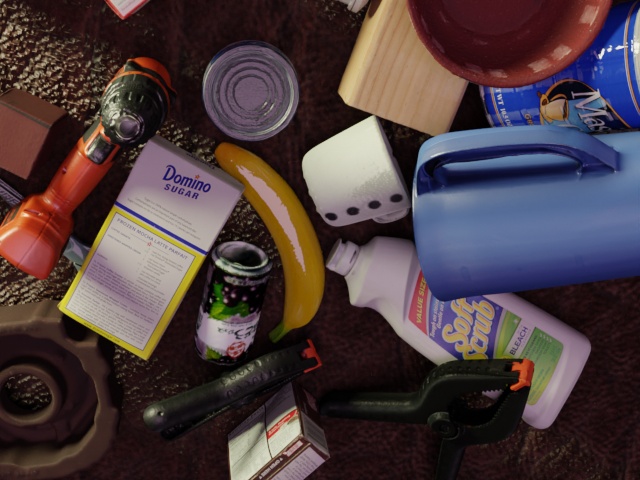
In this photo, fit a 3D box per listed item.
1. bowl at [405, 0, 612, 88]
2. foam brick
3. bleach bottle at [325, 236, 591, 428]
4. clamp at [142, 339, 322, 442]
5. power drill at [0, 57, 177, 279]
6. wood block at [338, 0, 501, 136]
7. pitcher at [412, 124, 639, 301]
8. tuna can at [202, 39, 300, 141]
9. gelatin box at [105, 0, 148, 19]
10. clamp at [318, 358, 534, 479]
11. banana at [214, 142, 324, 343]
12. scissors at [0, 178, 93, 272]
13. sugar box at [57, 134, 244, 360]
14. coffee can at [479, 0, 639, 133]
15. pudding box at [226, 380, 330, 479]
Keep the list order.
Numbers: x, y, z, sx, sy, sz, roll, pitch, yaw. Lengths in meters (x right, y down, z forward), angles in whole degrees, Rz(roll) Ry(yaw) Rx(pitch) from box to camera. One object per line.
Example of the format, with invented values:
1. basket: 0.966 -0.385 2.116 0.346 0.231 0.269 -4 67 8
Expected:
1. bowl: 0.139 -0.200 0.816 0.162 0.055 0.162 -1 106 -5
2. foam brick: -0.253 -0.092 0.903 0.053 0.078 0.051 26 103 -8
3. bleach bottle: 0.117 0.074 0.982 0.250 0.068 0.102 27 94 -9
4. clamp: -0.083 0.136 0.965 0.171 0.120 0.039 -29 83 0
5. power drill: -0.187 -0.059 0.864 0.057 0.184 0.188 38 103 -14
6. wood block: 0.094 -0.201 0.890 0.090 0.091 0.206 19 104 -9
7. pitcher: 0.199 -0.030 0.857 0.243 0.149 0.145 -6 97 24
8. tuna can: -0.060 -0.130 0.928 0.086 0.034 0.086 -1 106 -4
9. gelatin box: -0.135 -0.222 0.877 0.089 0.073 0.030 -39 105 7
10. clamp: 0.106 0.157 0.978 0.164 0.036 0.210 35 132 -10
11. banana: -0.038 0.000 0.964 0.069 0.037 0.198 -15 106 0
12. scissors: -0.208 -0.002 0.963 0.096 0.016 0.201 -31 106 5
13. sugar box: -0.147 0.006 0.933 0.093 0.048 0.176 30 100 -4
14. coffee can: 0.216 -0.137 0.875 0.141 0.102 0.103 -3 110 38
15. pudding box: -0.041 0.188 0.977 0.090 0.113 0.039 -43 107 8
